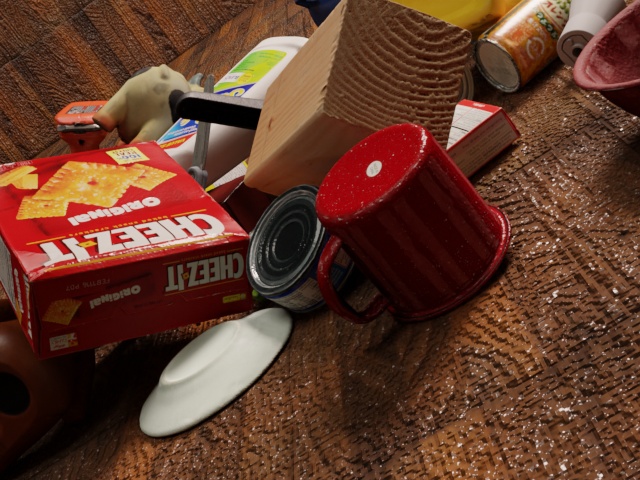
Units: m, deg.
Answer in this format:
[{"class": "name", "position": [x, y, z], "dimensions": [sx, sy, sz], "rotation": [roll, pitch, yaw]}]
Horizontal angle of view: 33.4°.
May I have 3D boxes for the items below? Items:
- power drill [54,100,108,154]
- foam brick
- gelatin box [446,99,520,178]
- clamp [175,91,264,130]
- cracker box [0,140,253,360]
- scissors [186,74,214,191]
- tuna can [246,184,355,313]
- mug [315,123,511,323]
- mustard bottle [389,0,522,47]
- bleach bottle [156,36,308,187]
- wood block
[{"class": "power drill", "position": [-0.250, -0.058, 1.190], "dimensions": [0.057, 0.188, 0.184], "rotation": [-5, 15, -4]}, {"class": "foam brick", "position": [-0.086, -0.018, 0.975], "dimensions": [0.078, 0.053, 0.051], "rotation": [-19, 24, 41]}, {"class": "gelatin box", "position": [0.094, -0.064, 0.790], "dimensions": [0.089, 0.030, 0.073], "rotation": [-39, 18, -3]}, {"class": "clamp", "position": [-0.021, -0.106, 0.961], "dimensions": [0.209, 0.164, 0.036], "rotation": [-44, -11, -50]}, {"class": "cracker box", "position": [-0.168, -0.004, 0.830], "dimensions": [0.164, 0.072, 0.214], "rotation": [-13, 29, -24]}, {"class": "scissors", "position": [-0.123, -0.042, 0.954], "dimensions": [0.096, 0.016, 0.202], "rotation": [-23, 63, 40]}, {"class": "tuna can", "position": [-0.013, 0.005, 0.741], "dimensions": [0.086, 0.033, 0.086], "rotation": [-31, 46, 37]}, {"class": "mug", "position": [0.043, -0.005, 0.621], "dimensions": [0.117, 0.081, 0.093], "rotation": [-47, 28, -11]}, {"class": "mustard bottle", "position": [0.137, -0.204, 0.952], "dimensions": [0.096, 0.058, 0.191], "rotation": [-4, 2, 28]}, {"class": "bleach bottle", "position": [-0.102, -0.096, 1.019], "dimensions": [0.250, 0.068, 0.103], "rotation": [-45, 33, -23]}, {"class": "wood block", "position": [0.019, -0.091, 0.776], "dimensions": [0.206, 0.090, 0.091], "rotation": [152, 133, -70]}]
